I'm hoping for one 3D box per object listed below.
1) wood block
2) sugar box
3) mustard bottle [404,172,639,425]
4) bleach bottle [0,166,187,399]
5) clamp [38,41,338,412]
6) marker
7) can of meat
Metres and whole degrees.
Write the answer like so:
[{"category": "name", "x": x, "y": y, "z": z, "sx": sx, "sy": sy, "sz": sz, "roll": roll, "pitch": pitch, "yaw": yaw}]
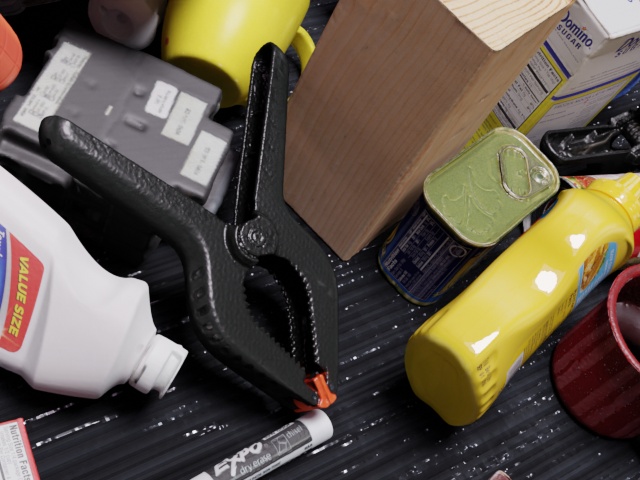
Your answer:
[{"category": "wood block", "x": 0.048, "y": -0.091, "z": 0.638, "sx": 0.091, "sy": 0.206, "sz": 0.090, "roll": 46, "pitch": 53, "yaw": 10}, {"category": "sugar box", "x": 0.163, "y": -0.107, "z": 0.717, "sx": 0.093, "sy": 0.176, "sz": 0.048, "roll": -21, "pitch": 69, "yaw": -32}, {"category": "mustard bottle", "x": 0.133, "y": 0.023, "z": 0.641, "sx": 0.058, "sy": 0.096, "sz": 0.191, "roll": 40, "pitch": 68, "yaw": 22}, {"category": "bleach bottle", "x": -0.180, "y": 0.000, "z": 0.554, "sx": 0.251, "sy": 0.068, "sz": 0.102, "roll": 31, "pitch": 93, "yaw": -4}, {"category": "clamp", "x": -0.054, "y": 0.001, "z": 0.586, "sx": 0.164, "sy": 0.036, "sz": 0.210, "roll": -18, "pitch": 88, "yaw": -36}, {"category": "marker", "x": -0.045, "y": 0.124, "z": 0.576, "sx": 0.120, "sy": 0.020, "sz": 0.020, "roll": -24, "pitch": 71, "yaw": -33}, {"category": "can of meat", "x": 0.092, "y": -0.014, "z": 0.684, "sx": 0.057, "sy": 0.084, "sz": 0.101, "roll": 47, "pitch": 53, "yaw": 10}]
